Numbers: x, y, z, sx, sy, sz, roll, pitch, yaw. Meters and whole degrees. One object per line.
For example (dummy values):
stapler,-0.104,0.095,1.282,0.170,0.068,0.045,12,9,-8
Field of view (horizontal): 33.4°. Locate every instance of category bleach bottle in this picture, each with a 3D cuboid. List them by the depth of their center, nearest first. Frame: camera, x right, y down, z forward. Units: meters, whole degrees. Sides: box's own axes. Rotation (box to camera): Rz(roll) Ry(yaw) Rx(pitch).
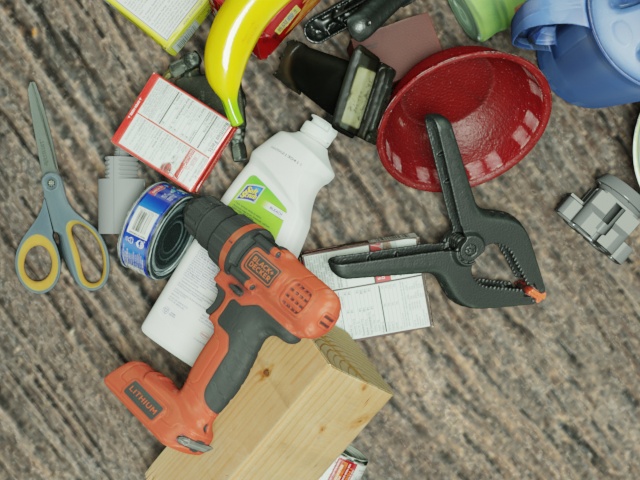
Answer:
bleach bottle,-0.056,0.001,0.977,0.102,0.068,0.251,32,88,12

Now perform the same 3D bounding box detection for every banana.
banana,-0.031,-0.185,0.830,0.069,0.037,0.198,39,93,-20

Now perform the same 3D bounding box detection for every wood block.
wood block,-0.048,0.170,0.935,0.090,0.091,0.206,30,105,-42

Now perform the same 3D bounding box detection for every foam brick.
foam brick,0.069,-0.170,0.985,0.078,0.051,0.053,-19,90,-1

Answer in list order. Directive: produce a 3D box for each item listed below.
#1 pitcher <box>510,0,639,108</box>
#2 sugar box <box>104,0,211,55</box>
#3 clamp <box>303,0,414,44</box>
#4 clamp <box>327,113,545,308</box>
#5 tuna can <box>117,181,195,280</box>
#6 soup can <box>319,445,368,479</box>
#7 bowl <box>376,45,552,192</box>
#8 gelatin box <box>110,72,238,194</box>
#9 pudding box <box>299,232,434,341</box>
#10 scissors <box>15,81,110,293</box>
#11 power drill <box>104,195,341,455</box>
pitcher,0.248,-0.176,0.892,0.149,0.243,0.145,42,90,-1
sugar box,-0.177,-0.261,0.982,0.176,0.048,0.093,39,90,2
clamp,0.062,-0.229,0.973,0.171,0.120,0.039,-38,116,-21
clamp,0.128,-0.007,0.955,0.209,0.036,0.164,24,99,-25
tuna can,-0.144,-0.008,0.963,0.034,0.086,0.086,25,90,17
soup can,-0.007,0.232,0.981,0.068,0.068,0.102,27,90,-2
bowl,0.122,-0.119,0.960,0.162,0.162,0.055,-16,49,-1
gelatin box,-0.129,-0.095,0.949,0.089,0.030,0.073,32,92,2
pudding box,0.043,0.046,0.995,0.113,0.039,0.090,-10,94,2
scissors,-0.265,-0.038,0.998,0.096,0.016,0.202,-27,91,-1
power drill,-0.096,0.070,0.899,0.185,0.057,0.187,38,92,35
